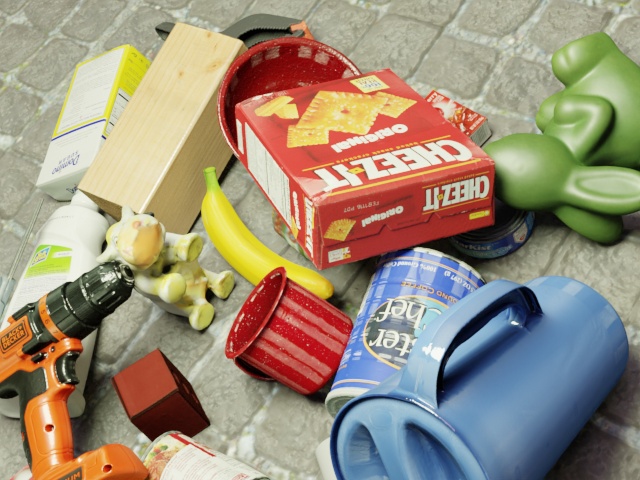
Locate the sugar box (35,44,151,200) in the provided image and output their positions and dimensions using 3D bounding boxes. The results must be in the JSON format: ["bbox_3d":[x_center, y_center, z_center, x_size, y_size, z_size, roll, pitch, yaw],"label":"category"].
[{"bbox_3d":[-0.254,-0.133,1.204,0.094,0.048,0.176,-14,54,35],"label":"sugar box"}]

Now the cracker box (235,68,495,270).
[{"bbox_3d":[0.033,-0.073,0.948,0.164,0.072,0.214,-15,34,-16],"label":"cracker box"}]

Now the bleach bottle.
[{"bbox_3d":[-0.260,0.054,1.080,0.103,0.068,0.250,-5,54,20],"label":"bleach bottle"}]

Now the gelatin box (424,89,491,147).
[{"bbox_3d":[0.112,-0.099,1.055,0.089,0.030,0.073,-46,53,-13],"label":"gelatin box"}]

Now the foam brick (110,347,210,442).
[{"bbox_3d":[-0.143,0.145,0.960,0.051,0.078,0.053,-33,54,-3],"label":"foam brick"}]

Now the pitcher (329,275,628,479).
[{"bbox_3d":[0.129,0.109,0.778,0.242,0.149,0.145,-31,83,-44],"label":"pitcher"}]

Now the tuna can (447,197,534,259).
[{"bbox_3d":[0.154,-0.026,0.986,0.086,0.033,0.086,-11,54,15],"label":"tuna can"}]

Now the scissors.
[{"bbox_3d":[-0.327,0.058,1.088,0.096,0.016,0.201,-29,42,58],"label":"scissors"}]

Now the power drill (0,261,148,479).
[{"bbox_3d":[-0.211,0.131,0.916,0.185,0.057,0.188,-34,61,21],"label":"power drill"}]

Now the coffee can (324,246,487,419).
[{"bbox_3d":[0.074,0.091,0.894,0.103,0.102,0.140,7,60,26],"label":"coffee can"}]

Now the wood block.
[{"bbox_3d":[-0.148,-0.110,1.107,0.090,0.090,0.206,22,76,28],"label":"wood block"}]

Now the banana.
[{"bbox_3d":[-0.060,0.012,1.027,0.037,0.070,0.198,-30,57,-29],"label":"banana"}]

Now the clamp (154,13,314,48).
[{"bbox_3d":[-0.110,-0.200,1.210,0.210,0.036,0.164,-7,57,22],"label":"clamp"}]

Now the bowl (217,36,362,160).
[{"bbox_3d":[-0.027,-0.123,1.086,0.162,0.055,0.162,3,73,-10],"label":"bowl"}]

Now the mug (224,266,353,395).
[{"bbox_3d":[-0.032,0.089,0.942,0.117,0.081,0.093,-45,20,37],"label":"mug"}]

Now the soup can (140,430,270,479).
[{"bbox_3d":[-0.097,0.211,0.902,0.102,0.068,0.068,19,66,30],"label":"soup can"}]
